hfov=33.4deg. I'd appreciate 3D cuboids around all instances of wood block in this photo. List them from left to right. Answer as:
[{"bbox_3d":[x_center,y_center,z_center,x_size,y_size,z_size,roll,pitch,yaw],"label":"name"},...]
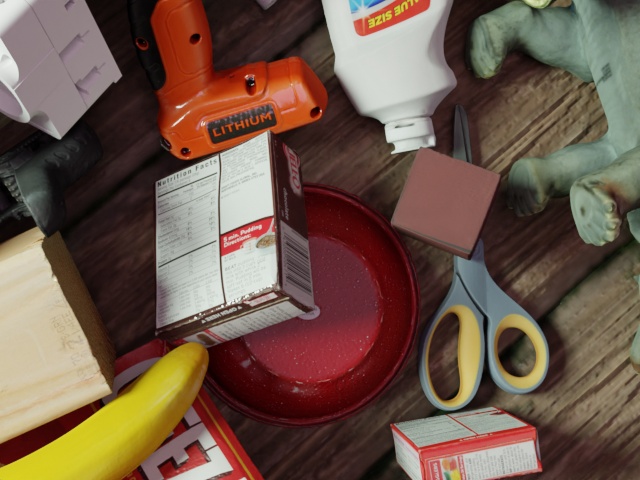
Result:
[{"bbox_3d":[-0.225,0.076,0.584,0.206,0.091,0.090,-24,103,-4],"label":"wood block"}]

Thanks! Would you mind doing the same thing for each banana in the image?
[{"bbox_3d":[-0.140,0.114,0.563,0.197,0.037,0.070,-24,47,-16],"label":"banana"}]

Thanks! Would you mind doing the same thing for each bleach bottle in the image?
[{"bbox_3d":[0.047,-0.183,0.684,0.102,0.068,0.251,-10,92,-3],"label":"bleach bottle"}]

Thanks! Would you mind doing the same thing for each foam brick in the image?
[{"bbox_3d":[0.078,-0.022,0.663,0.053,0.078,0.051,22,90,8],"label":"foam brick"}]

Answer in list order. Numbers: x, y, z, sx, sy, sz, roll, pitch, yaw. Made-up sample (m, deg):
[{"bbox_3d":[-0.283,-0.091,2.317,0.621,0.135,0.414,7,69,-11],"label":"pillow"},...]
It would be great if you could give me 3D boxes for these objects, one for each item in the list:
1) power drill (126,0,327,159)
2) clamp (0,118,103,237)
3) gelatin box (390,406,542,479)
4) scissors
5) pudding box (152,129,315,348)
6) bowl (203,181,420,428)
[{"bbox_3d":[-0.057,-0.150,0.619,0.184,0.057,0.187,-16,122,8],"label":"power drill"},{"bbox_3d":[-0.181,-0.027,0.609,0.120,0.171,0.039,-16,111,10],"label":"clamp"},{"bbox_3d":[0.089,0.130,0.667,0.073,0.089,0.030,-9,91,-7],"label":"gelatin box"},{"bbox_3d":[0.116,0.017,0.710,0.096,0.016,0.202,12,87,-6],"label":"scissors"},{"bbox_3d":[-0.054,0.001,0.632,0.090,0.039,0.113,-22,53,24],"label":"pudding box"},{"bbox_3d":[-0.010,0.042,0.674,0.162,0.055,0.162,0,89,-7],"label":"bowl"}]
